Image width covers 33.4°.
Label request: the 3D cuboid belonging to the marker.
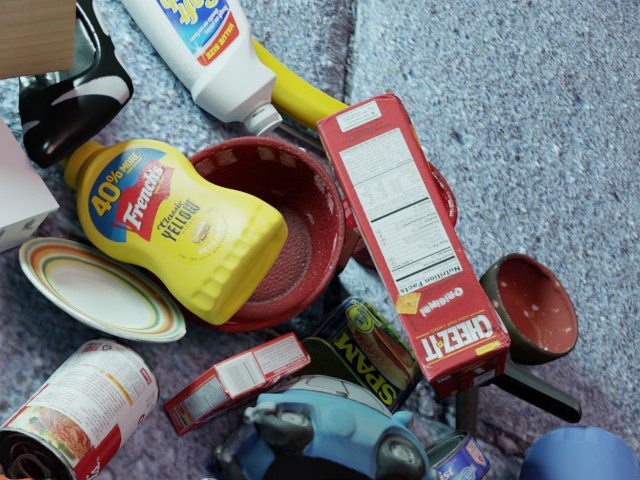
[{"bbox_3d":[-0.008,-0.023,0.896,0.020,0.020,0.121,8,56,-38],"label":"marker"}]

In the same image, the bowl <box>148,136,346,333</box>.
[{"bbox_3d":[-0.056,0.001,0.852,0.055,0.162,0.162,62,7,-69],"label":"bowl"}]

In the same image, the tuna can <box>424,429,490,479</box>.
[{"bbox_3d":[0.093,0.190,0.859,0.034,0.086,0.086,54,41,2],"label":"tuna can"}]

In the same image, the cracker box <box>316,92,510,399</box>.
[{"bbox_3d":[0.077,0.009,0.841,0.164,0.072,0.214,54,13,-74],"label":"cracker box"}]

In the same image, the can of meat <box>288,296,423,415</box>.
[{"bbox_3d":[0.030,0.106,0.889,0.102,0.058,0.083,50,38,-2],"label":"can of meat"}]

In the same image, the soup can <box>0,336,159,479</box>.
[{"bbox_3d":[-0.160,0.118,0.702,0.068,0.069,0.102,45,40,-6],"label":"soup can"}]

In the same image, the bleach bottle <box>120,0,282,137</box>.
[{"bbox_3d":[-0.112,-0.207,0.978,0.102,0.068,0.251,-34,87,-23],"label":"bleach bottle"}]

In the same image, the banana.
[{"bbox_3d":[-0.023,-0.148,1.031,0.198,0.037,0.069,38,48,-2],"label":"banana"}]

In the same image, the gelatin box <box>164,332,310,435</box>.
[{"bbox_3d":[-0.061,0.106,0.794,0.089,0.073,0.030,-19,75,-48],"label":"gelatin box"}]

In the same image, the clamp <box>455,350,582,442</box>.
[{"bbox_3d":[0.137,0.123,0.957,0.120,0.039,0.172,-20,47,-28],"label":"clamp"}]

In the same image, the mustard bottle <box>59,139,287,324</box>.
[{"bbox_3d":[-0.126,-0.023,0.812,0.192,0.058,0.096,32,78,18],"label":"mustard bottle"}]
